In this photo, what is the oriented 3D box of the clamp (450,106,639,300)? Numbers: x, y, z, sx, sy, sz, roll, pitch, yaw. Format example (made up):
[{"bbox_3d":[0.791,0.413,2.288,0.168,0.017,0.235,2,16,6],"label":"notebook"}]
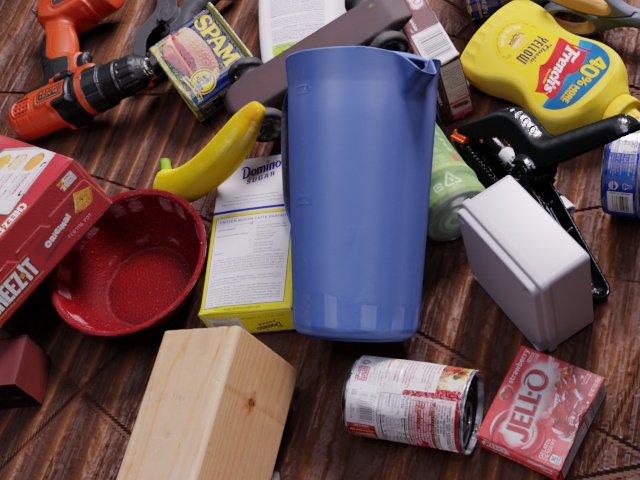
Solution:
[{"bbox_3d":[0.190,-0.049,0.934,0.036,0.164,0.210,-13,25,-30],"label":"clamp"}]

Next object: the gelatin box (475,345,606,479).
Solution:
[{"bbox_3d":[0.176,0.138,0.853,0.073,0.030,0.089,21,67,29],"label":"gelatin box"}]

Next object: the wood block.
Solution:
[{"bbox_3d":[-0.099,0.184,0.870,0.090,0.090,0.206,-8,54,37],"label":"wood block"}]

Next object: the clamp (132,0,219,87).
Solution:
[{"bbox_3d":[-0.156,-0.252,1.210,0.120,0.039,0.171,-3,62,34],"label":"clamp"}]

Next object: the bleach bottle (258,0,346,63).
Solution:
[{"bbox_3d":[-0.024,-0.196,1.118,0.103,0.068,0.251,-8,59,17],"label":"bleach bottle"}]

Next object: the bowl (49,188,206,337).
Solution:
[{"bbox_3d":[-0.176,0.031,1.028,0.162,0.055,0.162,-9,56,14],"label":"bowl"}]

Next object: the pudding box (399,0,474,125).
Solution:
[{"bbox_3d":[0.108,-0.183,1.046,0.039,0.090,0.113,-24,55,5],"label":"pudding box"}]

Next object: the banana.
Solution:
[{"bbox_3d":[-0.117,-0.075,1.036,0.198,0.037,0.069,-19,66,50],"label":"banana"}]

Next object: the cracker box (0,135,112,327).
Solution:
[{"bbox_3d":[-0.321,-0.015,1.057,0.164,0.072,0.214,-51,35,-15],"label":"cracker box"}]

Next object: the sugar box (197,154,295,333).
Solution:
[{"bbox_3d":[-0.056,0.001,1.013,0.093,0.048,0.176,-6,54,17],"label":"sugar box"}]

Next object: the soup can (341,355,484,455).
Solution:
[{"bbox_3d":[0.076,0.132,0.868,0.102,0.068,0.068,5,61,22],"label":"soup can"}]

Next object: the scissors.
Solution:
[{"bbox_3d":[0.301,-0.205,1.029,0.201,0.096,0.016,22,74,-4],"label":"scissors"}]

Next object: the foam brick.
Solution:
[{"bbox_3d":[-0.305,0.127,1.013,0.078,0.053,0.051,-8,56,16],"label":"foam brick"}]

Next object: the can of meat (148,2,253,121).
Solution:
[{"bbox_3d":[-0.122,-0.189,1.141,0.084,0.057,0.102,-36,70,-3],"label":"can of meat"}]

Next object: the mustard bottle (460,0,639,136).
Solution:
[{"bbox_3d":[0.228,-0.149,1.002,0.096,0.058,0.192,-45,56,-6],"label":"mustard bottle"}]

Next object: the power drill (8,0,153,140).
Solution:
[{"bbox_3d":[-0.264,-0.213,1.199,0.185,0.057,0.187,-18,52,21],"label":"power drill"}]

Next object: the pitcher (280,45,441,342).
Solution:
[{"bbox_3d":[0.027,-0.039,0.916,0.145,0.149,0.243,2,90,6],"label":"pitcher"}]

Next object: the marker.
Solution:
[{"bbox_3d":[0.189,-0.061,0.984,0.020,0.020,0.121,-35,54,-5],"label":"marker"}]
